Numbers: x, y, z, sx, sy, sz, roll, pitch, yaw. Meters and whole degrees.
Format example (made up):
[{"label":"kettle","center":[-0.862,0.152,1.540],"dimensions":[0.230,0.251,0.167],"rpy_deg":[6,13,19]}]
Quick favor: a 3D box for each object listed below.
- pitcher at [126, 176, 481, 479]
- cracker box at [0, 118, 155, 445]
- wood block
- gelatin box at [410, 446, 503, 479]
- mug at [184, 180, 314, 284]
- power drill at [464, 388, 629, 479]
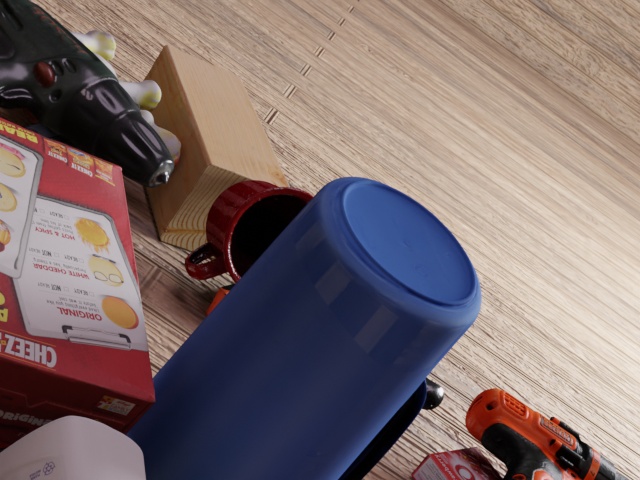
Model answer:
[{"label":"pitcher","center":[-0.011,0.083,0.626],"dimensions":[0.145,0.243,0.149],"rpy_deg":[42,30,5]},{"label":"cracker box","center":[-0.192,0.013,0.617],"dimensions":[0.164,0.072,0.214],"rpy_deg":[23,31,-32]},{"label":"wood block","center":[-0.109,-0.082,0.994],"dimensions":[0.090,0.090,0.206],"rpy_deg":[20,29,-33]},{"label":"gelatin box","center":[0.125,0.209,0.852],"dimensions":[0.073,0.030,0.089],"rpy_deg":[6,38,-50]},{"label":"mug","center":[-0.056,0.001,0.867],"dimensions":[0.082,0.117,0.093],"rpy_deg":[30,-36,66]},{"label":"power drill","center":[0.191,0.214,0.830],"dimensions":[0.184,0.057,0.187],"rpy_deg":[33,23,-5]}]
